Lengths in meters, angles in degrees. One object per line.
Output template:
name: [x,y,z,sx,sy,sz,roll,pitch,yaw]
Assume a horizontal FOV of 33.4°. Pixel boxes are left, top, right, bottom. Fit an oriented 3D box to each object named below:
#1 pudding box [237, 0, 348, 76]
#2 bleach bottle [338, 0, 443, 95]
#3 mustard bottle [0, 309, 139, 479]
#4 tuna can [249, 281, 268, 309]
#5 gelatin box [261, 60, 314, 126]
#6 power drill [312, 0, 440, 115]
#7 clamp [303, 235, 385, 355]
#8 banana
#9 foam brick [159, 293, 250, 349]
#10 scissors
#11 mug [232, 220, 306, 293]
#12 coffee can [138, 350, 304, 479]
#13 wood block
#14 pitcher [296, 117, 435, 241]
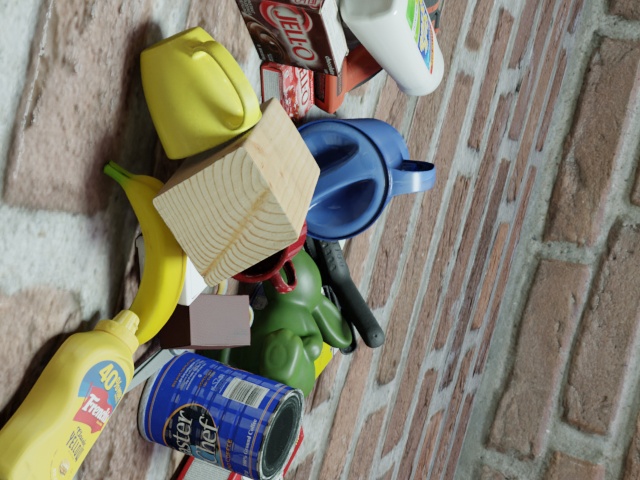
pudding box: [-0.026,-0.215,1.060,0.113,0.090,0.039,63,46,-64]
bleach bottle: [0.088,-0.227,1.147,0.250,0.068,0.102,34,55,-67]
mustard bottle: [-0.207,0.136,0.893,0.096,0.058,0.191,82,31,-51]
tuna can: [-0.061,0.091,1.301,0.086,0.034,0.086,17,90,-71]
gelatin box: [-0.034,-0.169,1.166,0.073,0.030,0.089,-55,154,-43]
power drill: [0.063,-0.240,1.225,0.187,0.057,0.184,-31,144,-27]
clamp: [0.019,0.044,1.289,0.165,0.036,0.210,168,-99,-75]
banana: [-0.150,0.019,0.941,0.037,0.070,0.198,-54,153,-55]
foam brick: [-0.114,0.081,1.055,0.078,0.051,0.053,7,77,-44]
scissors: [-0.146,0.085,1.072,0.201,0.016,0.096,-18,94,-46]
mug: [-0.057,0.001,1.130,0.117,0.093,0.081,60,20,0]
coffee can: [-0.101,0.179,1.098,0.102,0.140,0.103,17,90,-71]
wood block: [-0.067,-0.049,0.945,0.090,0.091,0.206,58,13,-14]
pitcher: [0.046,-0.083,1.260,0.145,0.149,0.242,-45,178,17]
